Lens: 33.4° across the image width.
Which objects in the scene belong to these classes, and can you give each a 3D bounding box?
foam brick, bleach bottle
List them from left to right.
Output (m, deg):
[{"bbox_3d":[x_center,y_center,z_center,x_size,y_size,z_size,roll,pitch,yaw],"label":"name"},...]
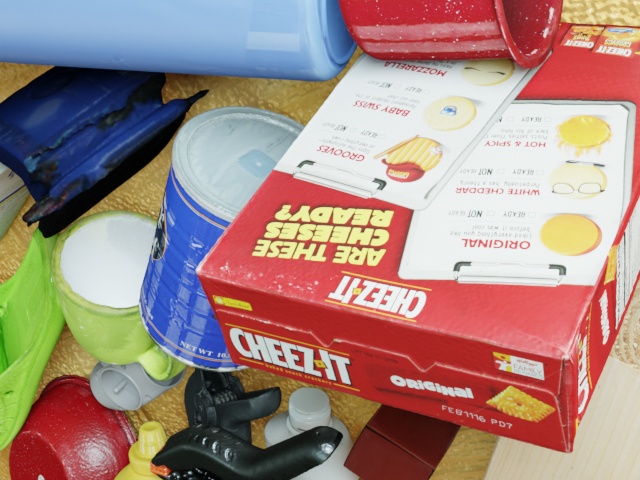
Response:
[{"bbox_3d":[-0.018,0.215,0.838,0.103,0.068,0.251,18,127,22],"label":"bleach bottle"},{"bbox_3d":[0.060,0.126,0.707,0.053,0.078,0.051,33,133,10],"label":"foam brick"}]

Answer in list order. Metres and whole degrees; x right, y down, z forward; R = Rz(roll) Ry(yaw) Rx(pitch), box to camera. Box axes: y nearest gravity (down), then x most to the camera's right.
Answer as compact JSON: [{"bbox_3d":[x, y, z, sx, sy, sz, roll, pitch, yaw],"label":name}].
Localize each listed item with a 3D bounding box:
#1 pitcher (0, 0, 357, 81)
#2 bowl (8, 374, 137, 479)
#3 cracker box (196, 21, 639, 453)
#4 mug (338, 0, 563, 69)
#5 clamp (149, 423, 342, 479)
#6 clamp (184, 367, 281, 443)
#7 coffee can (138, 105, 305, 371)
[{"bbox_3d":[-0.097,-0.149,0.576,0.243,0.149,0.145,9,124,16],"label":"pitcher"},{"bbox_3d":[-0.224,0.202,0.937,0.162,0.055,0.162,11,108,39],"label":"bowl"},{"bbox_3d":[0.070,-0.020,0.497,0.164,0.213,0.072,11,138,27],"label":"cracker box"},{"bbox_3d":[0.056,-0.134,0.486,0.082,0.093,0.117,4,131,30],"label":"mug"},{"bbox_3d":[-0.036,0.182,0.759,0.210,0.036,0.164,0,128,42],"label":"clamp"},{"bbox_3d":[-0.070,0.124,0.800,0.120,0.039,0.171,55,151,41],"label":"clamp"},{"bbox_3d":[-0.054,0.001,0.677,0.103,0.102,0.140,32,134,11],"label":"coffee can"}]
